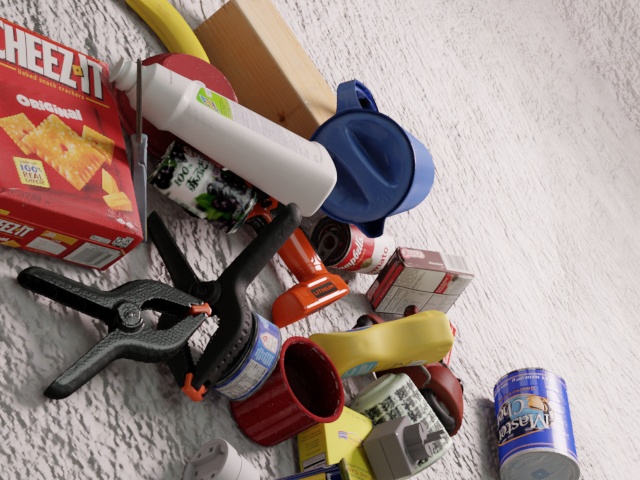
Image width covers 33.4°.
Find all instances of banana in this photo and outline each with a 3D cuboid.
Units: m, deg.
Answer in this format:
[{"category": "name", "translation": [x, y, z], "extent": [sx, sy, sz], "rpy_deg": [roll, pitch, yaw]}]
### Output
[{"category": "banana", "translation": [-0.178, -0.236, 1.275], "extent": [0.198, 0.037, 0.069], "rpy_deg": [51, 48, -9]}]

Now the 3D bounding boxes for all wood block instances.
[{"category": "wood block", "translation": [-0.063, -0.203, 1.355], "extent": [0.206, 0.091, 0.090], "rpy_deg": [56, 30, -3]}]

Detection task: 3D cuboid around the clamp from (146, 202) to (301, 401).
[{"category": "clamp", "translation": [-0.097, 0.050, 1.025], "extent": [0.036, 0.165, 0.210], "rpy_deg": [59, 26, -55]}]

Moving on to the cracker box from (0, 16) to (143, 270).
[{"category": "cracker box", "translation": [-0.257, -0.092, 0.978], "extent": [0.163, 0.072, 0.214], "rpy_deg": [20, 46, -48]}]

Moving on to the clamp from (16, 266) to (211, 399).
[{"category": "clamp", "translation": [-0.182, 0.065, 0.938], "extent": [0.171, 0.039, 0.120], "rpy_deg": [-13, 74, -39]}]

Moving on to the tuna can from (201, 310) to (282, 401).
[{"category": "tuna can", "translation": [-0.078, 0.111, 1.037], "extent": [0.033, 0.086, 0.086], "rpy_deg": [36, 36, -29]}]

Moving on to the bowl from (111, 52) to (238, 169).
[{"category": "bowl", "translation": [-0.147, -0.154, 1.179], "extent": [0.162, 0.055, 0.162], "rpy_deg": [23, 43, -23]}]

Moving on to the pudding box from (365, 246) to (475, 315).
[{"category": "pudding box", "translation": [0.127, 0.055, 1.357], "extent": [0.113, 0.090, 0.039], "rpy_deg": [10, 42, -28]}]

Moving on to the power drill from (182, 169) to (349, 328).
[{"category": "power drill", "translation": [-0.058, 0.001, 1.199], "extent": [0.184, 0.057, 0.188], "rpy_deg": [-18, 79, -52]}]

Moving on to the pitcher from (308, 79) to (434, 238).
[{"category": "pitcher", "translation": [0.070, -0.098, 1.325], "extent": [0.145, 0.149, 0.242], "rpy_deg": [33, 9, 11]}]

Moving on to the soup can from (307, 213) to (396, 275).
[{"category": "soup can", "translation": [0.040, 0.006, 1.332], "extent": [0.102, 0.069, 0.068], "rpy_deg": [13, 51, -52]}]

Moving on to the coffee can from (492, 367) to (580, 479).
[{"category": "coffee can", "translation": [0.286, 0.255, 1.425], "extent": [0.102, 0.103, 0.140], "rpy_deg": [40, 34, -28]}]

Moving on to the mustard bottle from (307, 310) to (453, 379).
[{"category": "mustard bottle", "translation": [0.043, 0.122, 1.172], "extent": [0.191, 0.096, 0.058], "rpy_deg": [-9, 78, -22]}]

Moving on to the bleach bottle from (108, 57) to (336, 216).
[{"category": "bleach bottle", "translation": [-0.103, -0.116, 1.104], "extent": [0.250, 0.068, 0.102], "rpy_deg": [29, 17, -26]}]

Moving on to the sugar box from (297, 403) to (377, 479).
[{"category": "sugar box", "translation": [0.024, 0.255, 1.089], "extent": [0.093, 0.048, 0.176], "rpy_deg": [32, 36, -43]}]

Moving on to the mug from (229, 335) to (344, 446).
[{"category": "mug", "translation": [-0.031, 0.151, 1.072], "extent": [0.093, 0.082, 0.117], "rpy_deg": [58, 30, 1]}]

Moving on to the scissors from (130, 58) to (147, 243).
[{"category": "scissors", "translation": [-0.176, -0.094, 1.030], "extent": [0.016, 0.202, 0.096], "rpy_deg": [-1, 29, -12]}]
